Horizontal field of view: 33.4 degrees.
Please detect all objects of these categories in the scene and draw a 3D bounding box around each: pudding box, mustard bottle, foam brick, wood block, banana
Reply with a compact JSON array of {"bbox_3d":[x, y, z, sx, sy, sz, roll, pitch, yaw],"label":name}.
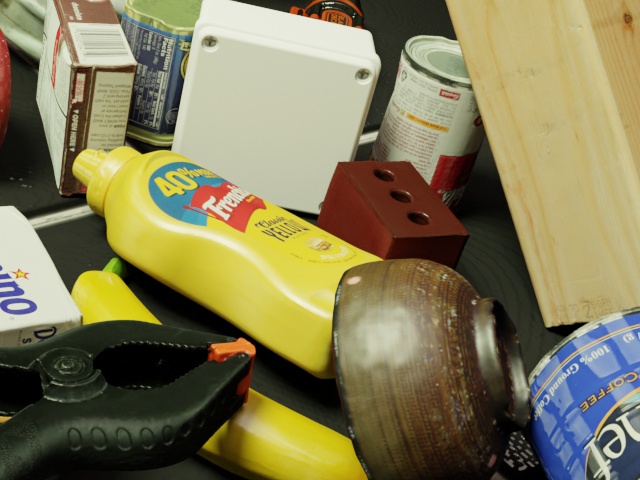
[{"bbox_3d":[-0.142,-0.093,0.636,0.039,0.090,0.113,-1,38,-21],"label":"pudding box"},{"bbox_3d":[-0.054,0.000,0.564,0.192,0.058,0.096,28,24,19],"label":"mustard bottle"},{"bbox_3d":[0.040,-0.005,0.620,0.052,0.051,0.078,-3,38,-28],"label":"foam brick"},{"bbox_3d":[0.159,-0.064,0.616,0.090,0.206,0.090,-18,2,-40],"label":"wood block"},{"bbox_3d":[-0.057,0.063,0.492,0.198,0.037,0.069,36,39,27],"label":"banana"}]

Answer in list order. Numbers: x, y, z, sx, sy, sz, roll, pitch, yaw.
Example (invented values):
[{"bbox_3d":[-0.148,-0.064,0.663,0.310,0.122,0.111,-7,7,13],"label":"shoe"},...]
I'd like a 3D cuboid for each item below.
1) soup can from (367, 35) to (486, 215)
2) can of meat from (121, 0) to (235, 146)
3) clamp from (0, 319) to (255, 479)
[{"bbox_3d":[0.071,-0.071,0.683,0.068,0.102,0.068,11,33,-8],"label":"soup can"},{"bbox_3d":[-0.098,-0.124,0.704,0.057,0.084,0.102,20,33,5],"label":"can of meat"},{"bbox_3d":[-0.109,0.058,0.415,0.171,0.039,0.120,-10,40,-41],"label":"clamp"}]
